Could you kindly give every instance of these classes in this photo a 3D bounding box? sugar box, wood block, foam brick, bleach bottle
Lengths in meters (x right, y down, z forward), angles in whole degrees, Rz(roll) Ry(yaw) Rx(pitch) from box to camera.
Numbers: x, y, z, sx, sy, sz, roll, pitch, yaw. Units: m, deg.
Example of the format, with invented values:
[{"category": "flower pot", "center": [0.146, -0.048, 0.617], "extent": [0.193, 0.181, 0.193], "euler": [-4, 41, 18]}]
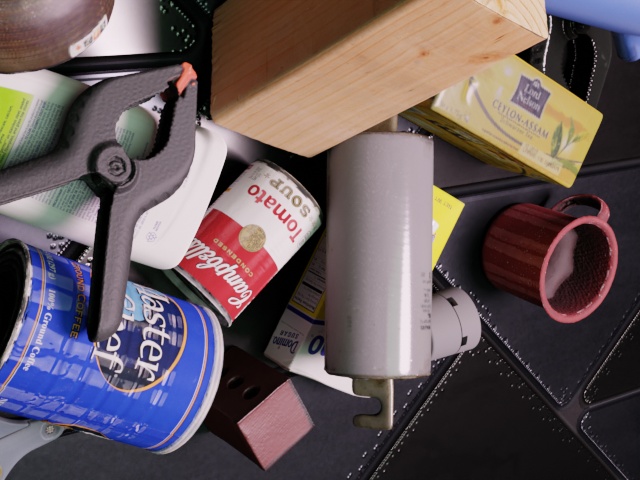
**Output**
[{"category": "sugar box", "center": [0.036, 0.030, 0.836], "extent": [0.093, 0.048, 0.176], "euler": [25, 88, -38]}, {"category": "wood block", "center": [0.028, -0.136, 0.665], "extent": [0.090, 0.207, 0.091], "euler": [17, 63, -38]}, {"category": "foam brick", "center": [-0.052, 0.121, 0.782], "extent": [0.053, 0.078, 0.051], "euler": [-40, 123, -22]}, {"category": "bleach bottle", "center": [-0.182, -0.068, 0.640], "extent": [0.250, 0.068, 0.102], "euler": [25, 84, -35]}]

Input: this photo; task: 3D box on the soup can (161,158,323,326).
[{"category": "soup can", "center": [-0.055, 0.001, 0.748], "extent": [0.102, 0.069, 0.068], "euler": [-47, 126, -15]}]

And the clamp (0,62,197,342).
[{"category": "clamp", "center": [-0.121, -0.029, 0.621], "extent": [0.171, 0.039, 0.120], "euler": [-46, 114, -23]}]

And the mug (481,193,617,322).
[{"category": "mug", "center": [0.201, 0.005, 0.923], "extent": [0.117, 0.082, 0.093], "euler": [-52, 127, -10]}]

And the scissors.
[{"category": "scissors", "center": [-0.198, 0.115, 0.715], "extent": [0.201, 0.016, 0.096], "euler": [-36, 122, -22]}]

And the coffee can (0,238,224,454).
[{"category": "coffee can", "center": [-0.147, 0.069, 0.676], "extent": [0.140, 0.103, 0.103], "euler": [24, 90, -34]}]
